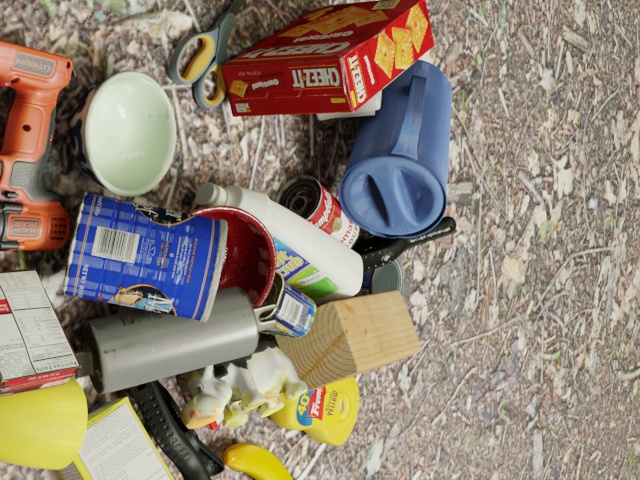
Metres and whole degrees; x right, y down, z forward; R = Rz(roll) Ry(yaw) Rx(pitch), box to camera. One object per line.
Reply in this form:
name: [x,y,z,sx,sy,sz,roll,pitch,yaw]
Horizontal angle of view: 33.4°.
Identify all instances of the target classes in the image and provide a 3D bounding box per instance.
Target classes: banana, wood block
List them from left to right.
banana: [-0.066,0.297,1.317,0.069,0.037,0.197,-80,151,-46]
wood block: [0.039,0.125,1.349,0.205,0.091,0.090,-4,72,-64]

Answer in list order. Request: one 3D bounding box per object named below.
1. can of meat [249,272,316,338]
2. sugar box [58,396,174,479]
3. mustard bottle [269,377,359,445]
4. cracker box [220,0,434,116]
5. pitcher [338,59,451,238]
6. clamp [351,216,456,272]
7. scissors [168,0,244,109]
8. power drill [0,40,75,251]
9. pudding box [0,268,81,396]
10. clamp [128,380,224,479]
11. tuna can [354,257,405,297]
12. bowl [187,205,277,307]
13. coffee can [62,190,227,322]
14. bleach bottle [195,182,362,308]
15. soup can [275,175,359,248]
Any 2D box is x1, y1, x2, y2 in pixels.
can of meat: [-0.067,0.073,1.241,0.083,0.102,0.057,39,64,-51]
sugar box: [-0.196,0.257,1.086,0.093,0.048,0.176,-32,97,-46]
mustard bottle: [-0.023,0.195,1.354,0.191,0.058,0.096,33,67,-50]
cracker box: [0.012,-0.215,1.235,0.213,0.164,0.072,-43,126,-48]
pitcher: [0.109,-0.134,1.370,0.145,0.149,0.242,47,36,-28]
clamp: [0.089,0.003,1.463,0.171,0.120,0.039,-22,99,-27]
scissors: [-0.104,-0.228,1.215,0.201,0.016,0.096,-52,135,-36]
power drill: [-0.293,-0.082,0.950,0.184,0.057,0.188,3,95,-57]
pudding box: [-0.278,0.082,0.959,0.089,0.039,0.113,-3,60,-54]
clamp: [-0.146,0.227,1.147,0.036,0.165,0.210,-29,119,-2]
tuna can: [0.082,0.060,1.496,0.085,0.034,0.086,-11,104,-52]
bowl: [-0.131,0.028,1.155,0.161,0.055,0.162,-14,120,-25]
coffee can: [-0.169,0.016,1.033,0.140,0.103,0.103,12,84,-10]
bleach bottle: [-0.058,0.002,1.259,0.250,0.103,0.068,34,49,-43]
soup can: [-0.003,-0.029,1.339,0.102,0.069,0.068,39,64,-50]
